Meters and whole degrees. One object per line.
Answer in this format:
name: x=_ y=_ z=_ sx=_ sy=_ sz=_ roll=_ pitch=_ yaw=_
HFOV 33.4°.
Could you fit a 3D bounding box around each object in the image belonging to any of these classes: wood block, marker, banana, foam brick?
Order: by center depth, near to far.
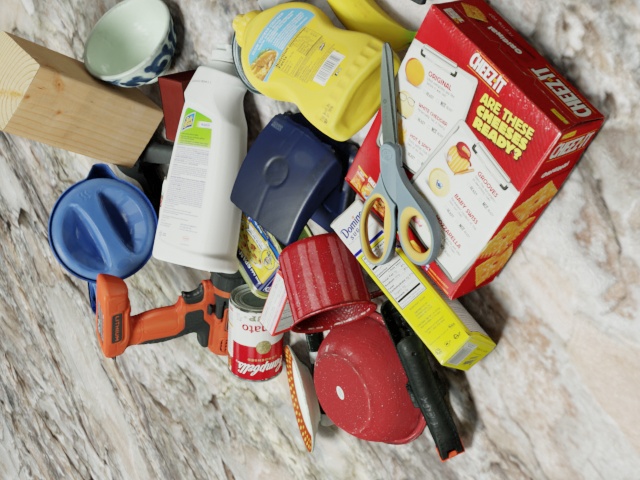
banana: x=0.032 y=-0.248 z=1.013 sx=0.070 sy=0.037 sz=0.198 roll=-37 pitch=78 yaw=22
marker: x=0.000 y=0.158 z=1.251 sx=0.020 sy=0.020 sz=0.121 roll=7 pitch=111 yaw=50
foam brick: x=-0.154 y=-0.159 z=1.267 sx=0.051 sy=0.052 sz=0.078 roll=16 pitch=120 yaw=47
wood block: x=-0.302 y=-0.165 z=1.287 sx=0.091 sy=0.205 sz=0.090 roll=42 pitch=105 yaw=32

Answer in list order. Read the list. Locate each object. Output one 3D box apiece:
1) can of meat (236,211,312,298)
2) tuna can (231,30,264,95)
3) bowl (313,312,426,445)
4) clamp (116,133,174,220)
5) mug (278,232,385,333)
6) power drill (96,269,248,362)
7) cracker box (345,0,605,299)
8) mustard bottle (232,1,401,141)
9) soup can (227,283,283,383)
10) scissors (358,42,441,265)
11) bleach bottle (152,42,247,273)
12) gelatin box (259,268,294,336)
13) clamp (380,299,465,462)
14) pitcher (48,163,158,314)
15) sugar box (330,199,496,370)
can of meat: x=-0.058 y=0.001 z=1.220 sx=0.102 sy=0.057 sz=0.084 roll=58 pitch=140 yaw=15
tuna can: x=-0.058 y=-0.200 z=1.145 sx=0.086 sy=0.033 sz=0.086 roll=25 pitch=125 yaw=43
bowl: x=0.043 y=0.158 z=1.168 sx=0.162 sy=0.055 sz=0.162 roll=26 pitch=125 yaw=43
clamp: x=-0.228 y=-0.097 z=1.401 sx=0.210 sy=0.036 sz=0.165 roll=40 pitch=133 yaw=29
mug: x=0.015 y=0.040 z=1.103 sx=0.093 sy=0.117 sz=0.081 roll=102 pitch=154 yaw=-71
power drill: x=-0.174 y=0.070 z=1.293 sx=0.057 sy=0.187 sz=0.184 roll=-121 pitch=33 yaw=-51
cracker box: x=0.128 y=-0.079 z=0.941 sx=0.164 sy=0.071 sz=0.214 roll=50 pitch=138 yaw=23
mustard bottle: x=-0.020 y=-0.173 z=1.009 sx=0.192 sy=0.058 sz=0.096 roll=36 pitch=91 yaw=36
soup can: x=-0.077 y=0.110 z=1.284 sx=0.069 sy=0.068 sz=0.102 roll=30 pitch=128 yaw=40
scissors: x=0.076 y=-0.064 z=0.938 sx=0.096 sy=0.016 sz=0.202 roll=27 pitch=120 yaw=34
bleach bottle: x=-0.121 y=-0.095 z=1.198 sx=0.103 sy=0.067 sz=0.251 roll=12 pitch=92 yaw=38
gelatin box: x=-0.024 y=0.059 z=1.189 sx=0.030 sy=0.073 sz=0.089 roll=47 pitch=138 yaw=28
clamp: x=0.102 y=0.141 z=1.079 sx=0.120 sy=0.039 sz=0.171 roll=-98 pitch=-11 yaw=-64
pitcher: x=-0.298 y=0.002 z=1.411 sx=0.145 sy=0.149 sz=0.243 roll=42 pitch=167 yaw=-11
sugar box: x=0.089 y=0.044 z=1.026 sx=0.048 sy=0.093 sz=0.176 roll=-45 pitch=66 yaw=9
